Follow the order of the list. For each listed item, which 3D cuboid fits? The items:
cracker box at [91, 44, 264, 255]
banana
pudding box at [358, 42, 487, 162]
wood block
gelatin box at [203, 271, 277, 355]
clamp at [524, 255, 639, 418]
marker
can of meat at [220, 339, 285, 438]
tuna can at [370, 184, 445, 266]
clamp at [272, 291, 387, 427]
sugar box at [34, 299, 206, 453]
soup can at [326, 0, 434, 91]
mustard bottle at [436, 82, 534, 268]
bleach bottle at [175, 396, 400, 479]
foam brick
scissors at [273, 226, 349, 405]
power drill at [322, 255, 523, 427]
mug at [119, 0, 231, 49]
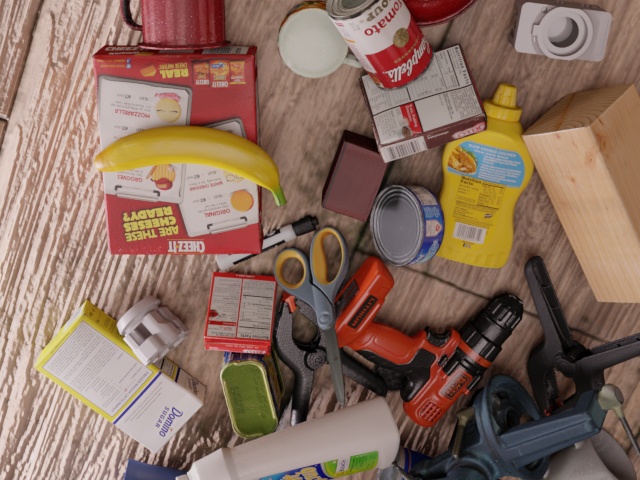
[{"bbox_3d":[-0.144,-0.095,1.116,0.164,0.072,0.214,0,111,2],"label":"cracker box"},{"bbox_3d":[-0.125,-0.081,1.061,0.197,0.037,0.070,12,111,-4],"label":"banana"},{"bbox_3d":[0.104,-0.140,1.086,0.113,0.039,0.090,-17,65,6],"label":"pudding box"},{"bbox_3d":[0.302,-0.045,1.098,0.090,0.090,0.206,-40,111,-30],"label":"wood block"},{"bbox_3d":[-0.087,0.080,1.172,0.073,0.089,0.030,4,145,0],"label":"gelatin box"},{"bbox_3d":[0.271,0.122,1.179,0.165,0.036,0.210,39,139,23],"label":"clamp"},{"bbox_3d":[-0.058,0.001,1.177,0.121,0.020,0.020,-23,108,9],"label":"marker"},{"bbox_3d":[-0.077,0.160,1.203,0.057,0.084,0.102,-11,110,5],"label":"can of meat"},{"bbox_3d":[0.092,-0.017,1.132,0.033,0.086,0.086,-3,115,-36],"label":"tuna can"},{"bbox_3d":[-0.012,0.140,1.214,0.120,0.039,0.171,-35,105,-6],"label":"clamp"},{"bbox_3d":[-0.228,0.158,1.227,0.176,0.048,0.093,39,107,-16],"label":"sugar box"},{"bbox_3d":[0.058,-0.204,1.037,0.068,0.068,0.102,-31,131,12],"label":"soup can"},{"bbox_3d":[0.173,-0.071,1.124,0.096,0.058,0.192,14,111,5],"label":"mustard bottle"},{"bbox_3d":[-0.041,0.244,1.178,0.250,0.068,0.103,-15,151,-14],"label":"bleach bottle"},{"bbox_3d":[0.037,-0.070,1.131,0.051,0.053,0.078,18,111,-5],"label":"foam brick"},{"bbox_3d":[-0.011,0.080,1.141,0.096,0.201,0.016,-6,154,24],"label":"scissors"},{"bbox_3d":[0.110,0.098,1.179,0.187,0.057,0.184,35,100,-18],"label":"power drill"},{"bbox_3d":[-0.147,-0.235,1.059,0.117,0.093,0.081,7,108,24],"label":"mug"}]
